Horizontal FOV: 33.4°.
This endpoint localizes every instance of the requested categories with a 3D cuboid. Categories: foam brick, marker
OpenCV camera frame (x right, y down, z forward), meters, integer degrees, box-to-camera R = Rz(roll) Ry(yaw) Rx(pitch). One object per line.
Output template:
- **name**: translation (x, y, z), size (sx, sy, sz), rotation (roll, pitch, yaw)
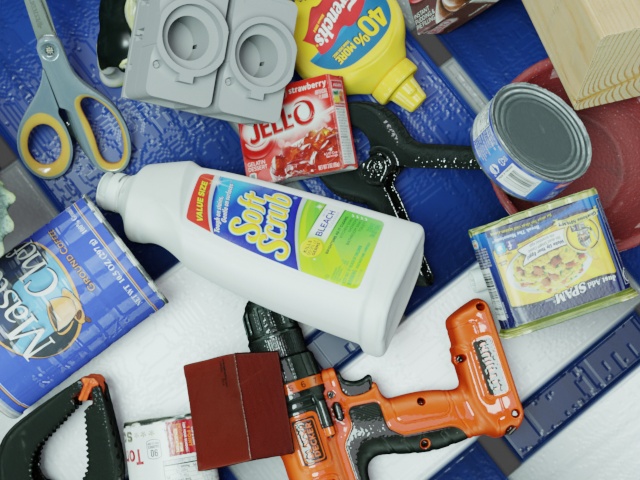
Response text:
- **foam brick**: translation (-0.058, 0.122, 0.767), size (0.053, 0.051, 0.078), rotation (-17, 76, 34)
- **marker**: translation (0.178, 0.016, 0.852), size (0.121, 0.020, 0.020), rotation (-16, 83, -6)

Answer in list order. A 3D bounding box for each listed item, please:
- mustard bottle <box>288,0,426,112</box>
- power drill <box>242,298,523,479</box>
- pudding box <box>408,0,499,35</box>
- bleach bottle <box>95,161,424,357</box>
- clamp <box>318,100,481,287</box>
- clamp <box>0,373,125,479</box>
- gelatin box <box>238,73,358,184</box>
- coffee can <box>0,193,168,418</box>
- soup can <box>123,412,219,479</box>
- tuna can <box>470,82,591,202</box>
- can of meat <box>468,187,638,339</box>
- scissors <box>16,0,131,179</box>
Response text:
- **mustard bottle**: translation (0.009, -0.173, 0.851), size (0.191, 0.058, 0.096), rotation (44, 83, 3)
- **power drill**: translation (0.046, 0.106, 0.814), size (0.187, 0.057, 0.184), rotation (-17, 83, -4)
- **pudding box**: translation (0.110, -0.224, 0.838), size (0.039, 0.114, 0.090), rotation (-9, 81, -37)
- **bleach bottle**: translation (-0.055, 0.001, 0.797), size (0.251, 0.068, 0.102), rotation (17, 54, 15)
- **clamp**: translation (0.059, -0.061, 0.827), size (0.171, 0.039, 0.120), rotation (45, 101, 12)
- **clamp**: translation (-0.193, 0.203, 0.785), size (0.164, 0.036, 0.210), rotation (27, 91, -1)
- **gelatin box**: translation (-0.021, -0.084, 0.826), size (0.089, 0.030, 0.073), rotation (-9, 90, 29)
- **coffee can**: translation (-0.198, 0.048, 0.784), size (0.140, 0.103, 0.103), rotation (-37, 85, -8)
- **soup can**: translation (-0.106, 0.180, 0.787), size (0.068, 0.068, 0.102), rotation (-8, 82, -5)
- **tuna can**: translation (0.153, -0.071, 0.781), size (0.086, 0.034, 0.086), rotation (13, 56, -21)
- **can of meat**: translation (0.167, 0.016, 0.779), size (0.102, 0.057, 0.084), rotation (-19, 87, 0)
- **scissors**: translation (-0.217, -0.130, 0.810), size (0.096, 0.016, 0.201), rotation (-27, 113, 7)
